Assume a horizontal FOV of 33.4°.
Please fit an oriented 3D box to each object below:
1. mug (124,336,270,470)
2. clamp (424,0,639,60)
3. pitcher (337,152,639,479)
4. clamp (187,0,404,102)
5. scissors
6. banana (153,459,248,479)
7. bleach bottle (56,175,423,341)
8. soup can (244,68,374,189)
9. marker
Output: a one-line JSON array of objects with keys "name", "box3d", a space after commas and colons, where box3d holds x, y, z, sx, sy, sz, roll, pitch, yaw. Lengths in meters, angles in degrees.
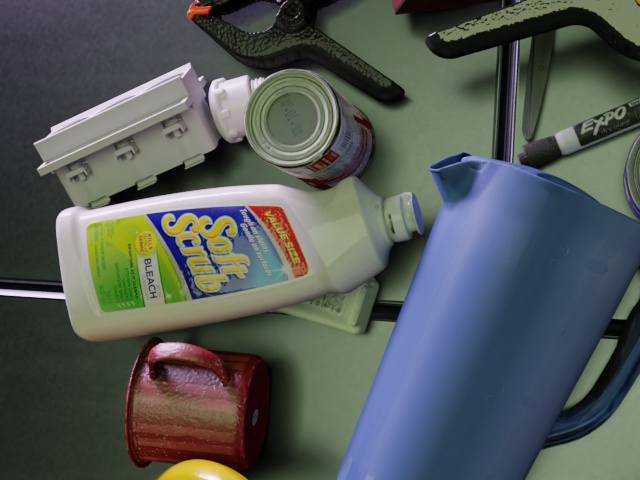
[{"name": "mug", "box3d": [-0.084, 0.109, 0.743, 0.081, 0.117, 0.093, 4, 47, 11]}, {"name": "clamp", "box3d": [0.177, -0.160, 0.672, 0.210, 0.036, 0.164, 28, 97, 14]}, {"name": "pitcher", "box3d": [0.114, 0.076, 0.687, 0.149, 0.144, 0.243, 26, 96, 29]}, {"name": "clamp", "box3d": [-0.010, -0.173, 0.784, 0.171, 0.039, 0.120, 13, 81, 11]}, {"name": "scissors", "box3d": [0.144, -0.179, 0.752, 0.096, 0.016, 0.202, 24, 92, 18]}, {"name": "banana", "box3d": [-0.093, 0.188, 0.722, 0.198, 0.037, 0.069, -32, 71, 50]}, {"name": "bleach bottle", "box3d": [-0.055, 0.001, 0.737, 0.251, 0.068, 0.102, -13, 80, 16]}, {"name": "soup can", "box3d": [-0.006, -0.075, 0.739, 0.068, 0.102, 0.068, -1, 85, 15]}, {"name": "marker", "box3d": [0.193, -0.077, 0.727, 0.121, 0.020, 0.020, -22, 79, 13]}]
